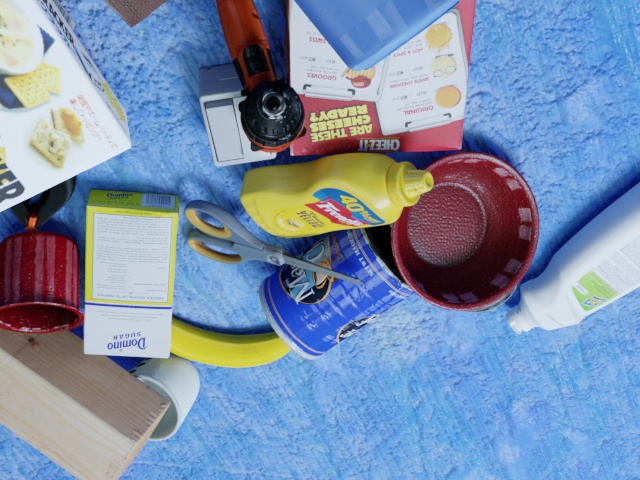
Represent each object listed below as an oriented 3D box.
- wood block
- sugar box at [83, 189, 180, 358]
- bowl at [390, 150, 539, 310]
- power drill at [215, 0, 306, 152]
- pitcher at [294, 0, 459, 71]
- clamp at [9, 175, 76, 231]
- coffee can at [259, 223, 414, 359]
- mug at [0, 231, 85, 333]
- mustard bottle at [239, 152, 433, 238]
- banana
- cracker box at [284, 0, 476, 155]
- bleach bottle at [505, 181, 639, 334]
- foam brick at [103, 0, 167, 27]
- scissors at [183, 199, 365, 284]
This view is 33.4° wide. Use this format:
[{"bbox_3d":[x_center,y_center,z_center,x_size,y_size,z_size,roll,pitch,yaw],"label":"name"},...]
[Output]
[{"bbox_3d":[-0.278,0.163,1.138,0.206,0.090,0.090,35,120,3],"label":"wood block"},{"bbox_3d":[-0.197,0.037,1.109,0.093,0.048,0.176,5,119,-7],"label":"sugar box"},{"bbox_3d":[0.139,-0.012,1.087,0.162,0.055,0.162,-2,99,-16],"label":"bowl"},{"bbox_3d":[-0.060,-0.164,0.872,0.057,0.184,0.187,-16,90,-5],"label":"power drill"},{"bbox_3d":[-0.007,-0.247,0.796,0.149,0.145,0.243,-36,97,4],"label":"pitcher"},{"bbox_3d":[-0.264,-0.083,1.030,0.120,0.039,0.171,3,132,-2],"label":"clamp"},{"bbox_3d":[0.021,0.045,1.116,0.140,0.103,0.102,-36,123,21],"label":"coffee can"},{"bbox_3d":[-0.286,0.046,1.094,0.093,0.081,0.117,-4,157,-1],"label":"mug"},{"bbox_3d":[0.022,-0.045,1.021,0.192,0.058,0.096,-7,148,37],"label":"mustard bottle"},{"bbox_3d":[-0.115,0.110,1.201,0.197,0.037,0.070,4,109,-10],"label":"banana"},{"bbox_3d":[0.050,-0.184,0.957,0.164,0.072,0.214,-2,130,-2],"label":"cracker box"},{"bbox_3d":[0.302,0.020,1.149,0.251,0.068,0.102,-37,122,25],"label":"bleach bottle"},{"bbox_3d":[-0.167,-0.233,0.910,0.053,0.051,0.078,-32,124,20],"label":"foam brick"},{"bbox_3d":[-0.057,0.001,1.062,0.202,0.016,0.096,7,142,32],"label":"scissors"}]
